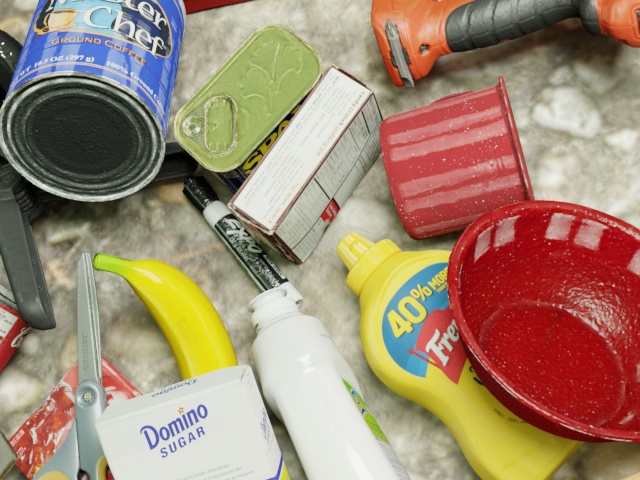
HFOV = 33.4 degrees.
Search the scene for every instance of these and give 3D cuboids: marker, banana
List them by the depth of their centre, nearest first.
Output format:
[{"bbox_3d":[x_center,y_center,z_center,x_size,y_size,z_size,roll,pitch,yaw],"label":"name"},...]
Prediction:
[{"bbox_3d":[-0.083,0.093,0.680,0.069,0.037,0.198,-20,89,-20],"label":"banana"},{"bbox_3d":[-0.055,0.001,0.723,0.020,0.020,0.121,-40,71,-1],"label":"marker"}]

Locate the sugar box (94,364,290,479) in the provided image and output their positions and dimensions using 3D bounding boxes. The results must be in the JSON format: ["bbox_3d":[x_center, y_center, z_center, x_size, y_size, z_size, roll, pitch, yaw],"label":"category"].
[{"bbox_3d":[-0.058,0.169,0.631,0.093,0.048,0.176,-17,95,5],"label":"sugar box"}]

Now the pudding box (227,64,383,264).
[{"bbox_3d":[-0.004,-0.046,0.687,0.039,0.090,0.113,32,84,17],"label":"pudding box"}]

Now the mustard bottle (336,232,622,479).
[{"bbox_3d":[0.082,0.062,0.655,0.096,0.058,0.192,-42,70,-15],"label":"mustard bottle"}]

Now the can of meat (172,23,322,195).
[{"bbox_3d":[-0.038,-0.080,0.706,0.057,0.084,0.102,42,87,18],"label":"can of meat"}]

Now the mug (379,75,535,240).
[{"bbox_3d":[0.086,-0.056,0.679,0.081,0.093,0.117,-14,42,13],"label":"mug"}]

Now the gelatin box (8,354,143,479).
[{"bbox_3d":[-0.153,0.129,0.703,0.073,0.030,0.089,39,86,18],"label":"gelatin box"}]

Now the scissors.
[{"bbox_3d":[-0.163,0.115,0.684,0.096,0.016,0.202,-23,73,4],"label":"scissors"}]

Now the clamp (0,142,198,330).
[{"bbox_3d":[-0.208,-0.023,0.727,0.210,0.036,0.164,13,51,25],"label":"clamp"}]

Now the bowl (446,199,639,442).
[{"bbox_3d":[0.140,0.054,0.597,0.162,0.055,0.162,9,48,-10],"label":"bowl"}]

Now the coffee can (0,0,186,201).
[{"bbox_3d":[-0.145,-0.110,0.699,0.103,0.103,0.140,-9,45,9],"label":"coffee can"}]

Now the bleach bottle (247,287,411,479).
[{"bbox_3d":[0.022,0.141,0.637,0.068,0.102,0.251,-29,65,0],"label":"bleach bottle"}]

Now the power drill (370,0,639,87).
[{"bbox_3d":[0.130,-0.172,0.687,0.188,0.057,0.184,-12,37,18],"label":"power drill"}]
